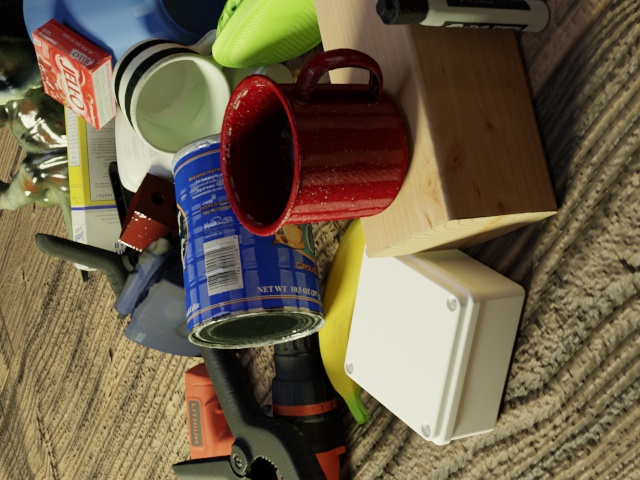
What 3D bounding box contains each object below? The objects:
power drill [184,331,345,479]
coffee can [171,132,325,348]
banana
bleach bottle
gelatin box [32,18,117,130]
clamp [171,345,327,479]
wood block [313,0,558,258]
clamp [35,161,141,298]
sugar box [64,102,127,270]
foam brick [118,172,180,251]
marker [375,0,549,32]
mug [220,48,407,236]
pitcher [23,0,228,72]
[{"bbox_3d":[-0.051,0.147,0.917,0.188,0.057,0.184,-2,93,57],"label":"power drill"},{"bbox_3d":[-0.055,0.001,0.806,0.103,0.102,0.140,-34,59,53],"label":"coffee can"},{"bbox_3d":[0.033,0.038,0.800,0.070,0.037,0.198,26,118,33],"label":"banana"},{"bbox_3d":[-0.104,-0.109,0.965,0.251,0.067,0.102,-10,85,55],"label":"bleach bottle"},{"bbox_3d":[-0.230,-0.156,1.005,0.073,0.030,0.089,34,152,15],"label":"gelatin box"},{"bbox_3d":[-0.053,0.159,0.842,0.210,0.036,0.164,26,119,46],"label":"clamp"},{"bbox_3d":[0.067,-0.102,0.676,0.091,0.090,0.206,-27,72,55],"label":"wood block"},{"bbox_3d":[-0.196,0.020,1.055,0.171,0.120,0.039,56,157,-9],"label":"clamp"},{"bbox_3d":[-0.210,-0.060,1.103,0.048,0.093,0.176,6,99,57],"label":"sugar box"},{"bbox_3d":[-0.142,-0.016,1.005,0.051,0.078,0.053,-51,23,43],"label":"foam brick"},{"bbox_3d":[0.083,-0.132,0.619,0.020,0.120,0.020,11,103,56],"label":"marker"},{"bbox_3d":[0.001,-0.061,0.626,0.093,0.081,0.117,54,137,39],"label":"mug"},{"bbox_3d":[-0.171,-0.235,0.997,0.243,0.144,0.149,6,133,53],"label":"pitcher"}]
